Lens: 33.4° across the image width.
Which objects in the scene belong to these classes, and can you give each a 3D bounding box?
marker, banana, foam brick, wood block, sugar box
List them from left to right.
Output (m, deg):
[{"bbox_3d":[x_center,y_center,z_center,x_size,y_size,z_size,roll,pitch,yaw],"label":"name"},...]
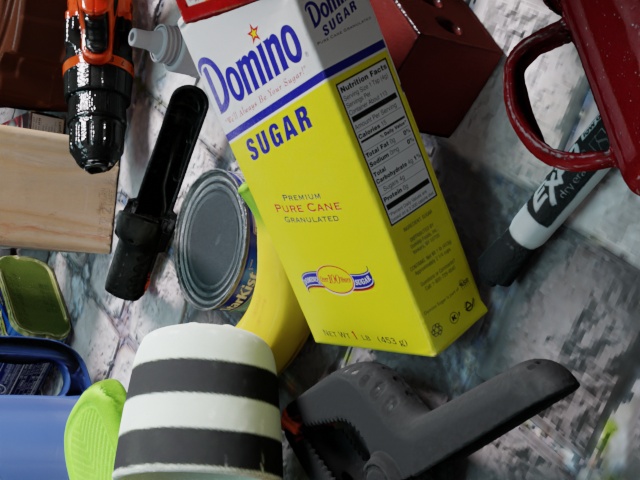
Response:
[{"bbox_3d":[-0.267,-0.043,0.801,0.091,0.205,0.090,2,86,55],"label":"wood block"},{"bbox_3d":[-0.044,0.050,0.606,0.070,0.037,0.198,37,128,10],"label":"banana"},{"bbox_3d":[0.004,-0.034,0.487,0.094,0.048,0.176,-2,119,53],"label":"sugar box"},{"bbox_3d":[0.040,-0.096,0.514,0.051,0.052,0.078,-56,44,33],"label":"foam brick"},{"bbox_3d":[0.103,-0.023,0.443,0.121,0.020,0.020,-55,44,34],"label":"marker"}]

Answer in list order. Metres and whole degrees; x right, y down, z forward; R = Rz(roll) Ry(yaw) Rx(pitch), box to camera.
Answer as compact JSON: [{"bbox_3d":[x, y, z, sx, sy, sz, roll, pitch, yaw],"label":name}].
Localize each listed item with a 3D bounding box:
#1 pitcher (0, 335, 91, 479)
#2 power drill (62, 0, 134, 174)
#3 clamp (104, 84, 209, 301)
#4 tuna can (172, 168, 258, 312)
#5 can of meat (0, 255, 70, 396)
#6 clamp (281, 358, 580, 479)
[{"bbox_3d":[-0.273,0.157,0.748,0.145,0.242,0.149,-64,33,28],"label":"pitcher"},{"bbox_3d":[-0.157,-0.160,0.735,0.188,0.057,0.184,116,152,-67],"label":"power drill"},{"bbox_3d":[-0.114,-0.006,0.688,0.120,0.039,0.172,-67,0,-46],"label":"clamp"},{"bbox_3d":[-0.054,0.001,0.646,0.086,0.033,0.086,-12,75,53],"label":"tuna can"},{"bbox_3d":[-0.255,0.074,0.896,0.084,0.057,0.102,-58,43,28],"label":"can of meat"},{"bbox_3d":[0.043,0.101,0.477,0.210,0.036,0.164,30,123,55],"label":"clamp"}]
